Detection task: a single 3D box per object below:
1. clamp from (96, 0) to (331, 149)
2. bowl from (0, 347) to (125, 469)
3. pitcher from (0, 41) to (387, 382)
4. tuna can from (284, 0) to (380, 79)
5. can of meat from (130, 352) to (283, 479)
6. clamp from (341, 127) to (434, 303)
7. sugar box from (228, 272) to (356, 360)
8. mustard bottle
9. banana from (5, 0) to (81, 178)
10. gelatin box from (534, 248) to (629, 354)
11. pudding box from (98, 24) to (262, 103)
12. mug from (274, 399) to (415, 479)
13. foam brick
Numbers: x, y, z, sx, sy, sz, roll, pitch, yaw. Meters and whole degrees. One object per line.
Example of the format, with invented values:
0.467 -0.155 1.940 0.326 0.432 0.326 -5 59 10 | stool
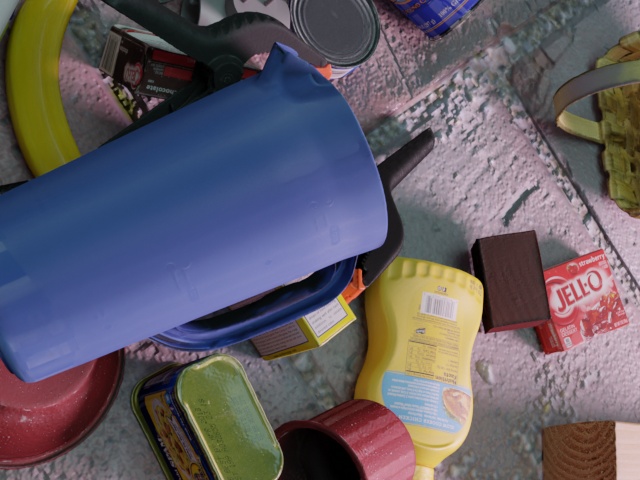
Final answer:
-0.073 -0.118 0.696 0.171 0.039 0.120 -18 129 -26 | clamp
-0.198 0.068 0.704 0.161 0.055 0.162 7 74 -27 | bowl
-0.088 -0.002 0.655 0.242 0.145 0.149 -25 84 -13 | pitcher
0.006 -0.179 0.892 0.086 0.034 0.086 8 74 -27 | tuna can
-0.078 0.131 0.737 0.057 0.084 0.102 -26 90 -31 | can of meat
0.031 -0.040 0.843 0.164 0.036 0.210 14 52 -26 | clamp
-0.055 0.001 0.778 0.048 0.093 0.176 -32 94 -32 | sugar box
0.075 0.114 0.840 0.096 0.058 0.191 16 70 -23 | mustard bottle
-0.188 -0.101 0.757 0.069 0.037 0.198 -3 82 -5 | banana
0.227 0.054 0.955 0.089 0.030 0.073 -16 85 -31 | gelatin box
-0.102 -0.123 0.773 0.089 0.114 0.039 9 105 -27 | pudding box
0.013 0.174 0.773 0.081 0.093 0.117 -16 127 -55 | mug
0.159 0.035 0.900 0.051 0.053 0.078 -8 79 2 | foam brick
